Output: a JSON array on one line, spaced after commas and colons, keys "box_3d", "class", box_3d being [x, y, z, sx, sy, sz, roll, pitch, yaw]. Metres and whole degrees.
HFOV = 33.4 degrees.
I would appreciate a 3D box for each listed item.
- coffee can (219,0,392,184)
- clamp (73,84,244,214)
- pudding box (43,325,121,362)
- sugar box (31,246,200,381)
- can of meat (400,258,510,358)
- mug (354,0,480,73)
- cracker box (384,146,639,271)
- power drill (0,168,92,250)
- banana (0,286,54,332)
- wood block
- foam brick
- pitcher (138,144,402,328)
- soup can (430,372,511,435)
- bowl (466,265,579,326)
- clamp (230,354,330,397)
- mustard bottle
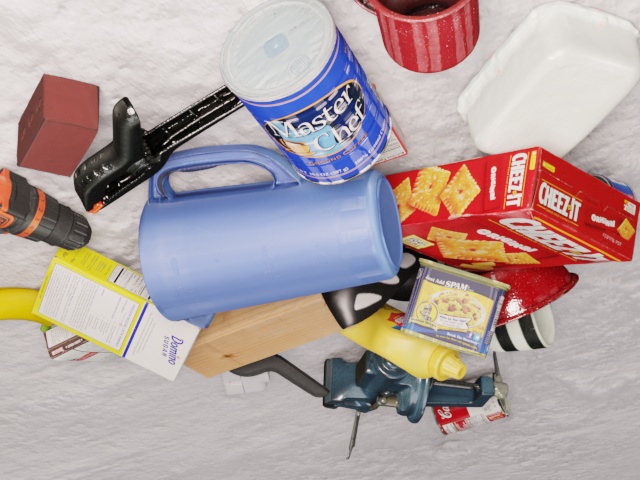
[{"box_3d": [-0.010, -0.126, 0.917, 0.103, 0.103, 0.140, -18, 146, 16], "class": "coffee can"}, {"box_3d": [-0.155, -0.086, 0.969, 0.164, 0.036, 0.210, -22, 170, -41], "class": "clamp"}, {"box_3d": [-0.260, 0.114, 1.283, 0.090, 0.039, 0.113, -26, 162, 26], "class": "pudding box"}, {"box_3d": [-0.219, 0.077, 1.169, 0.176, 0.048, 0.093, 26, 126, -6], "class": "sugar box"}, {"box_3d": [0.145, 0.074, 1.157, 0.102, 0.084, 0.057, 17, 177, 13], "class": "can of meat"}, {"box_3d": [0.074, -0.191, 0.858, 0.117, 0.093, 0.081, 18, 159, 20], "class": "mug"}, {"box_3d": [0.183, -0.022, 1.078, 0.164, 0.072, 0.214, 21, 163, -36], "class": "cracker box"}, {"box_3d": [-0.353, -0.006, 1.085, 0.188, 0.057, 0.184, -30, 141, 28], "class": "power drill"}, {"box_3d": [-0.354, 0.081, 1.197, 0.070, 0.037, 0.197, -52, 151, 14], "class": "banana"}, {"box_3d": [-0.071, 0.077, 1.237, 0.206, 0.090, 0.090, -22, 146, 21], "class": "wood block"}, {"box_3d": [-0.236, -0.102, 0.957, 0.051, 0.053, 0.078, 13, 142, -28], "class": "foam brick"}, {"box_3d": [-0.050, -0.009, 1.049, 0.243, 0.145, 0.149, -9, 155, 16], "class": "pitcher"}, {"box_3d": [0.220, 0.240, 1.568, 0.102, 0.068, 0.068, -20, 145, 19], "class": "soup can"}, {"box_3d": [0.214, 0.050, 1.239, 0.162, 0.055, 0.162, -24, -174, 2], "class": "bowl"}, {"box_3d": [-0.062, 0.121, 1.326, 0.171, 0.120, 0.039, 11, 172, 3], "class": "clamp"}, {"box_3d": [0.091, 0.113, 1.243, 0.096, 0.192, 0.058, 10, 103, -48], "class": "mustard bottle"}]
